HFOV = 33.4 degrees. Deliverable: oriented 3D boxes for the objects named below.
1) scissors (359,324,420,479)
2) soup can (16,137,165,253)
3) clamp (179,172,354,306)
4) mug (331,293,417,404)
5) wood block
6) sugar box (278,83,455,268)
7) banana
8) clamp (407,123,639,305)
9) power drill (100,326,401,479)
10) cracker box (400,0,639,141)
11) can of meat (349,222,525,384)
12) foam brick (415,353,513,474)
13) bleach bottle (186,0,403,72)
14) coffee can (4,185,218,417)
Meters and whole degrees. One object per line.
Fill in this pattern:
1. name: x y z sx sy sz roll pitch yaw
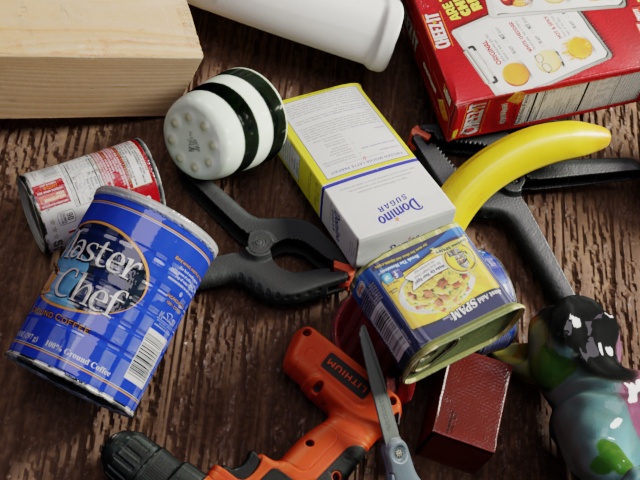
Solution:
1. scissors: 0.044 0.171 0.772 0.096 0.016 0.202 -33 101 -30
2. soup can: -0.185 -0.036 0.862 0.102 0.069 0.068 -20 67 -21
3. clamp: -0.056 0.001 0.886 0.171 0.039 0.120 8 65 -4
4. mug: 0.061 0.071 0.845 0.093 0.082 0.117 6 61 -9
5. wood block: -0.215 -0.162 0.884 0.205 0.091 0.090 -5 65 -30
6. sugar box: 0.030 -0.059 0.910 0.093 0.048 0.176 -17 53 -19
7. banana: 0.159 -0.052 0.921 0.198 0.037 0.069 -40 106 -4
8. clamp: 0.170 -0.038 0.954 0.210 0.036 0.164 22 66 4
9. power drill: -0.043 0.156 0.794 0.184 0.057 0.187 38 64 6
10. cracker box: 0.194 -0.190 0.971 0.213 0.072 0.164 -13 64 -7
11. can of meat: 0.083 0.044 0.784 0.102 0.057 0.084 -23 66 -23
12. foam brick: 0.113 0.133 0.840 0.053 0.051 0.078 19 59 0
13. bleach bottle: -0.056 -0.224 0.966 0.250 0.068 0.102 13 25 -11
14. coffee can: -0.152 0.045 0.787 0.103 0.103 0.140 25 74 3
